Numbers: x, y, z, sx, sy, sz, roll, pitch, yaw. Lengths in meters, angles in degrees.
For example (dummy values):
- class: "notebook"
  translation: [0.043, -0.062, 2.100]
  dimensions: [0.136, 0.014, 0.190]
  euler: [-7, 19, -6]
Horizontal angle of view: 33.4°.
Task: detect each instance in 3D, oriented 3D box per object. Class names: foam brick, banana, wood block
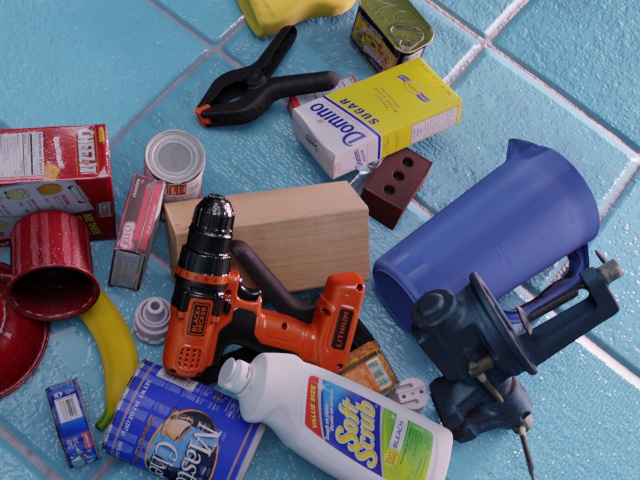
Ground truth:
- class: "foam brick"
  translation: [0.086, -0.064, 1.244]
  dimensions: [0.053, 0.051, 0.078]
  euler: [31, 65, 6]
- class: "banana"
  translation: [-0.239, 0.097, 1.129]
  dimensions: [0.069, 0.037, 0.198]
  euler: [-21, 71, -16]
- class: "wood block"
  translation: [-0.057, 0.002, 1.154]
  dimensions: [0.206, 0.090, 0.091]
  euler: [-8, 25, -12]

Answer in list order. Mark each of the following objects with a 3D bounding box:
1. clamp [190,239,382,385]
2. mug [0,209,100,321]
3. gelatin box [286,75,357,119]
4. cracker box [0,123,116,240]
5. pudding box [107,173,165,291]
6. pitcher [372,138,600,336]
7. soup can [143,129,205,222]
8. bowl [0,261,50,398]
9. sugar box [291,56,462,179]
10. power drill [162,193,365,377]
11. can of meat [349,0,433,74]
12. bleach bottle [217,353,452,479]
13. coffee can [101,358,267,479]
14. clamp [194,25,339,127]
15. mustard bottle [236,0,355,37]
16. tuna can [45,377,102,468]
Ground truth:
- class: "clamp"
  translation: [-0.030, 0.086, 1.126]
  dimensions: [0.209, 0.036, 0.165]
  euler: [7, 107, -19]
- class: "mug"
  translation: [-0.286, 0.023, 1.088]
  dimensions: [0.117, 0.093, 0.081]
  euler: [3, 49, -21]
- class: "gelatin box"
  translation: [0.015, -0.150, 1.284]
  dimensions: [0.089, 0.030, 0.073]
  euler: [-20, 69, -16]
- class: "cracker box"
  translation: [-0.325, -0.054, 1.114]
  dimensions: [0.213, 0.164, 0.072]
  euler: [-5, 69, -11]
- class: "pudding box"
  translation: [-0.197, -0.007, 1.140]
  dimensions: [0.039, 0.114, 0.090]
  euler: [14, 65, -6]
- class: "pitcher"
  translation: [0.186, 0.015, 1.191]
  dimensions: [0.242, 0.145, 0.149]
  euler: [-34, 58, -17]
- class: "soup can"
  translation: [-0.162, -0.070, 1.180]
  dimensions: [0.068, 0.102, 0.068]
  euler: [3, 66, -8]
- class: "bowl"
  translation: [-0.364, 0.086, 1.098]
  dimensions: [0.162, 0.055, 0.162]
  euler: [1, 69, -3]
- class: "sugar box"
  translation: [0.065, -0.144, 1.234]
  dimensions: [0.176, 0.048, 0.093]
  euler: [-24, 53, -20]
- class: "power drill"
  translation: [-0.055, 0.055, 1.061]
  dimensions: [0.187, 0.057, 0.184]
  euler: [10, 103, -16]
- class: "can of meat"
  translation: [0.084, -0.251, 1.309]
  dimensions: [0.057, 0.084, 0.102]
  euler: [-32, 74, -21]
- class: "bleach bottle"
  translation: [0.010, 0.184, 1.045]
  dimensions: [0.250, 0.068, 0.102]
  euler: [28, 68, -23]
- class: "coffee can"
  translation: [-0.132, 0.193, 1.067]
  dimensions: [0.140, 0.103, 0.102]
  euler: [24, 65, 2]
- class: "clamp"
  translation: [-0.065, -0.181, 1.263]
  dimensions: [0.171, 0.039, 0.120]
  euler: [-39, 49, -11]
- class: "mustard bottle"
  translation: [-0.008, -0.324, 1.342]
  dimensions: [0.191, 0.058, 0.096]
  euler: [-19, 70, -17]
- class: "tuna can"
  translation: [-0.247, 0.182, 1.064]
  dimensions: [0.033, 0.086, 0.086]
  euler: [-17, 70, -14]
